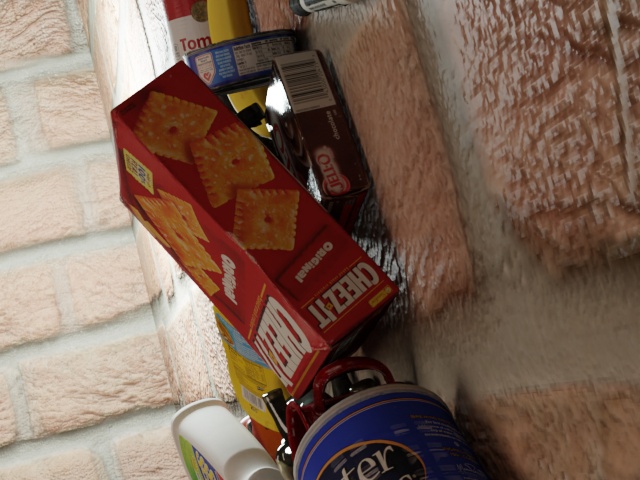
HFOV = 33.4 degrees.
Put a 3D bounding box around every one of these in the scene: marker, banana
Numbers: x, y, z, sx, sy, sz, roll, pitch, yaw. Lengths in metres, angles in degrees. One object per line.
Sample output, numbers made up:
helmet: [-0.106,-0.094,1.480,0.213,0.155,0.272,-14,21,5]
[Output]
marker: [0.002,-0.156,0.679,0.121,0.020,0.020,-154,53,-73]
banana: [-0.062,-0.160,0.907,0.070,0.037,0.198,-43,60,44]

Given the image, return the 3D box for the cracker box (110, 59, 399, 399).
cracker box: [-0.055,0.001,0.753,0.214,0.072,0.164,48,161,10]

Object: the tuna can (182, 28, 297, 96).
tuna can: [-0.058,-0.132,0.800,0.086,0.086,0.034,-173,69,-76]

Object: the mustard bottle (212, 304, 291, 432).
mustard bottle: [-0.053,0.089,0.971,0.096,0.058,0.191,30,145,36]

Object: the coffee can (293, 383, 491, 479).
coffee can: [0.054,0.162,0.587,0.140,0.102,0.103,-121,22,-51]

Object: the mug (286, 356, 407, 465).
mug: [0.027,0.131,0.708,0.093,0.081,0.117,-140,39,-68]

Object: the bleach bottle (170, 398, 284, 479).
bleach bottle: [-0.077,0.225,1.033,0.251,0.068,0.102,5,115,69]

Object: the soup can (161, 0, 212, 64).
soup can: [-0.108,-0.205,0.970,0.069,0.068,0.102,-161,59,-74]

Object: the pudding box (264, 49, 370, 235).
pudding box: [-0.005,-0.063,0.748,0.090,0.039,0.113,110,145,-67]
